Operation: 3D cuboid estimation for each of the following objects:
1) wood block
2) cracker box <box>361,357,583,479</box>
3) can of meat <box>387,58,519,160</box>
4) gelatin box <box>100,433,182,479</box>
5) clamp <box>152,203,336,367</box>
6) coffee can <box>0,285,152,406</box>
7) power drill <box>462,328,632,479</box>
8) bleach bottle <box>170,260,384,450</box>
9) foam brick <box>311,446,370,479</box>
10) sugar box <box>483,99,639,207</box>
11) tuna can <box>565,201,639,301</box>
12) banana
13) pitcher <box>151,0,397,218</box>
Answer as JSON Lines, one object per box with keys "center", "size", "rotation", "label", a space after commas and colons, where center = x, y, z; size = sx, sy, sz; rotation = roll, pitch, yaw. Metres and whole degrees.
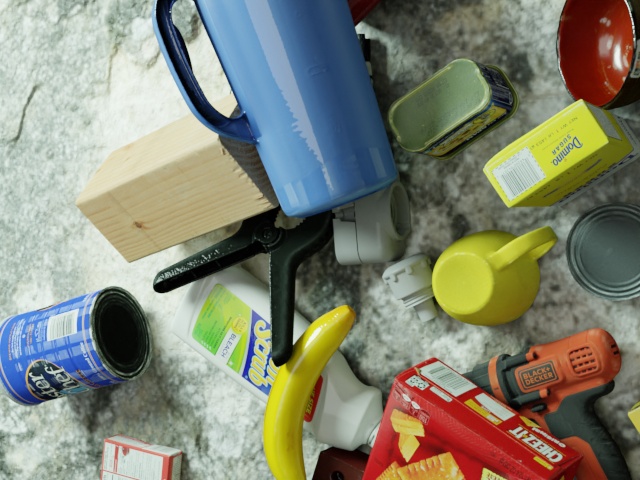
{"center": [-0.129, -0.061, 1.043], "size": [0.207, 0.090, 0.090], "rotation": [-19, 121, 37], "label": "wood block"}
{"center": [0.116, 0.238, 0.943], "size": [0.164, 0.071, 0.214], "rotation": [33, 121, 32], "label": "cracker box"}
{"center": [0.119, -0.118, 0.966], "size": [0.102, 0.083, 0.057], "rotation": [-34, 78, 23], "label": "can of meat"}
{"center": [-0.195, 0.256, 1.157], "size": [0.089, 0.030, 0.073], "rotation": [8, 96, 25], "label": "gelatin box"}
{"center": [-0.057, 0.001, 1.033], "size": [0.165, 0.036, 0.210], "rotation": [22, 73, 23], "label": "clamp"}
{"center": [-0.268, 0.114, 1.147], "size": [0.140, 0.102, 0.103], "rotation": [-17, 84, 25], "label": "coffee can"}
{"center": [0.202, 0.188, 0.950], "size": [0.185, 0.057, 0.188], "rotation": [-24, 82, 30], "label": "power drill"}
{"center": [-0.026, 0.119, 1.056], "size": [0.251, 0.068, 0.103], "rotation": [34, 105, 18], "label": "bleach bottle"}
{"center": [0.021, 0.246, 1.041], "size": [0.053, 0.051, 0.078], "rotation": [20, 100, 24], "label": "foam brick"}
{"center": [0.205, -0.066, 0.875], "size": [0.093, 0.176, 0.048], "rotation": [-34, 75, 23], "label": "sugar box"}
{"center": [0.260, 0.009, 0.930], "size": [0.086, 0.033, 0.086], "rotation": [1, 92, 26], "label": "tuna can"}
{"center": [-0.016, 0.153, 1.004], "size": [0.069, 0.037, 0.198], "rotation": [9, 96, 1], "label": "banana"}
{"center": [-0.030, -0.144, 0.931], "size": [0.149, 0.144, 0.243], "rotation": [-17, 96, 29], "label": "pitcher"}
